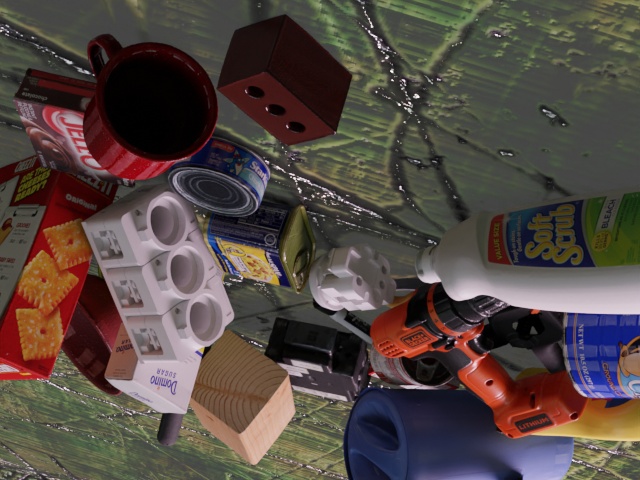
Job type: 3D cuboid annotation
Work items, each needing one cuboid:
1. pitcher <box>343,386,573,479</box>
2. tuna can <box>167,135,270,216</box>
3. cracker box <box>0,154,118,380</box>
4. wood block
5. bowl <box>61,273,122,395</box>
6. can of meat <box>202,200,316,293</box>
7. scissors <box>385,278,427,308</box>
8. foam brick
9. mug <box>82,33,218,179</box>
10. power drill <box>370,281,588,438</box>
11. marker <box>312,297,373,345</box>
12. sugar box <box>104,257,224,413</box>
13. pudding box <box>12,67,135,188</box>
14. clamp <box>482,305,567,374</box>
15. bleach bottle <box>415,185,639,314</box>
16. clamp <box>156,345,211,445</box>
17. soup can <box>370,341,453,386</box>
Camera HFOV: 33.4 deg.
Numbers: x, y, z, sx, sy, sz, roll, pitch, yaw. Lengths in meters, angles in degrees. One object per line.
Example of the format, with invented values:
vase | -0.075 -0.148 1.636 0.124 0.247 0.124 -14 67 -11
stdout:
pitcher | 0.160 0.233 1.175 0.242 0.149 0.145 2 171 -28
tuna can | -0.089 -0.056 0.935 0.086 0.033 0.086 14 156 6
cracker box | -0.287 0.026 1.020 0.165 0.213 0.072 -10 146 46
wood block | -0.094 0.193 1.282 0.091 0.090 0.206 35 164 13
bowl | -0.251 0.091 1.184 0.162 0.055 0.162 36 146 29
can of meat | -0.057 0.001 1.008 0.084 0.057 0.102 12 155 16
scissors | 0.138 0.050 1.031 0.096 0.016 0.202 30 154 -29
foam brick | -0.025 -0.112 0.752 0.053 0.051 0.078 -9 145 44
mug | -0.142 -0.104 0.819 0.117 0.093 0.082 54 154 -5
power drill | 0.163 0.104 1.002 0.187 0.057 0.185 39 144 -16
marker | 0.035 0.091 1.182 0.020 0.020 0.121 -9 144 45
sugar box | -0.154 0.077 1.086 0.048 0.176 0.093 -1 151 34
pudding box | -0.205 -0.095 0.921 0.090 0.039 0.113 14 156 6
clamp | 0.190 0.088 1.049 0.120 0.039 0.171 3 148 10
bleach bottle | 0.179 0.016 0.825 0.251 0.102 0.068 -8 141 42
clamp | -0.162 0.129 1.302 0.036 0.164 0.210 11 135 -17
soup can | 0.098 0.120 1.121 0.068 0.068 0.102 22 167 -12
